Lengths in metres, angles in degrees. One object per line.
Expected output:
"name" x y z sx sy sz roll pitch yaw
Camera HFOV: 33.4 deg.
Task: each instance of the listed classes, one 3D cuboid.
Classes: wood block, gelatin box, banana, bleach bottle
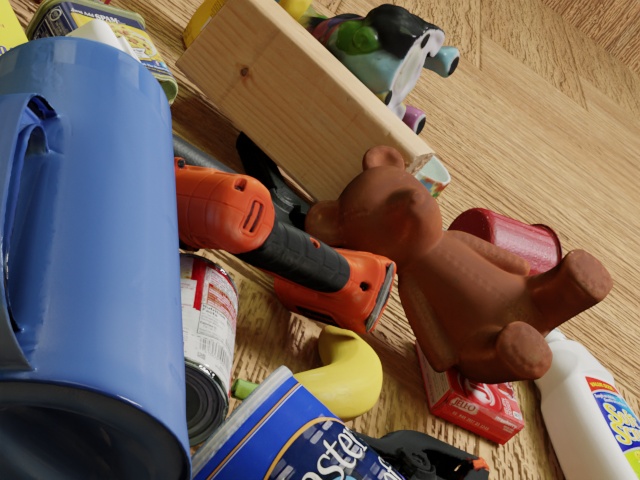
"wood block" -0.011 -0.112 0.914 0.206 0.091 0.090 45 15 7
"gelatin box" 0.117 0.112 0.844 0.073 0.030 0.089 28 27 -21
"banana" 0.008 0.085 0.689 0.070 0.037 0.197 32 11 12
"bleach bottle" 0.226 0.159 0.876 0.102 0.068 0.251 25 26 -28

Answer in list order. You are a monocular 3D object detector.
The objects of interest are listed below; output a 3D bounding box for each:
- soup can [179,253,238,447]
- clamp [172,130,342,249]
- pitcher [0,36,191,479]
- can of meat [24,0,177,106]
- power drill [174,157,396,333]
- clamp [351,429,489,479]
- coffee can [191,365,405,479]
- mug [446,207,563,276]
"soup can" -0.083 0.062 0.616 0.068 0.069 0.102 30 27 -18
"clamp" -0.045 -0.026 0.849 0.210 0.036 0.164 48 24 23
"pitcher" -0.128 0.006 0.505 0.144 0.149 0.243 29 37 -32
"can of meat" -0.173 -0.143 0.855 0.101 0.058 0.084 6 42 -48
"power drill" -0.055 0.001 0.717 0.187 0.057 0.185 27 -9 -41
"clamp" 0.055 0.158 0.671 0.171 0.039 0.120 14 32 -37
"coffee can" -0.002 0.148 0.539 0.140 0.103 0.102 42 25 6
"mug" 0.160 0.014 1.011 0.081 0.093 0.117 18 10 -28
